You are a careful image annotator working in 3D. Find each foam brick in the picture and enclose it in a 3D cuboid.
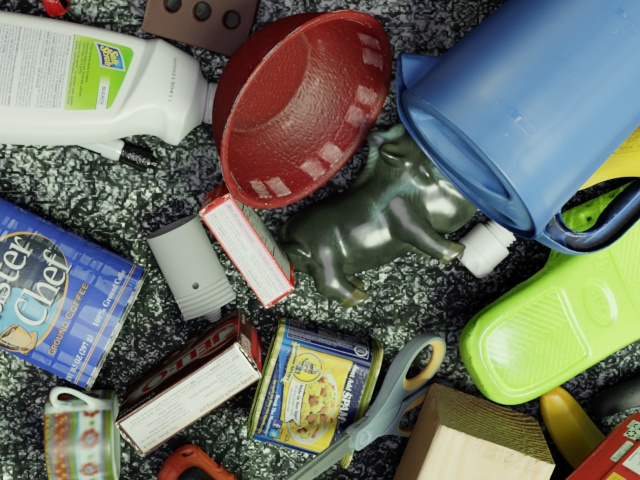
[{"bbox_3d":[-0.086,-0.168,0.783,0.078,0.051,0.053,15,100,-6],"label":"foam brick"}]

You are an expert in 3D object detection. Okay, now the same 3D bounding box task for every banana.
[{"bbox_3d":[0.245,0.183,0.866,0.197,0.037,0.070,35,135,-5],"label":"banana"}]

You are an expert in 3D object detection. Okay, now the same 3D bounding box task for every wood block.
[{"bbox_3d":[0.091,0.227,0.810,0.090,0.091,0.206,20,103,-2],"label":"wood block"}]

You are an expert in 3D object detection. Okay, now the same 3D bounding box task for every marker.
[{"bbox_3d":[-0.182,-0.079,0.812,0.121,0.020,0.020,21,99,-7],"label":"marker"}]

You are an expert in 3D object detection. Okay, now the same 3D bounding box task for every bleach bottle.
[{"bbox_3d":[-0.189,-0.108,0.773,0.250,0.068,0.102,8,81,-11],"label":"bleach bottle"}]

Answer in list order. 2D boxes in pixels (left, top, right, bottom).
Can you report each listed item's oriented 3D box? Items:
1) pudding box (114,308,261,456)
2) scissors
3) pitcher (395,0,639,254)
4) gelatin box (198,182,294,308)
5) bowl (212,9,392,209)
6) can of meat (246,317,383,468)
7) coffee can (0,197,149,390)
[{"bbox_3d":[-0.098,0.106,0.817,0.113,0.090,0.039,-36,101,5],"label":"pudding box"},{"bbox_3d":[0.035,0.127,0.800,0.201,0.016,0.096,-12,116,-42],"label":"scissors"},{"bbox_3d":[0.184,-0.118,0.711,0.243,0.145,0.149,-43,136,-4],"label":"pitcher"},{"bbox_3d":[-0.055,0.001,0.807,0.030,0.073,0.089,-34,101,4],"label":"gelatin box"},{"bbox_3d":[-0.024,-0.104,0.770,0.055,0.161,0.162,40,99,30],"label":"bowl"},{"bbox_3d":[-0.006,0.118,0.841,0.084,0.057,0.102,16,100,-4],"label":"can of meat"},{"bbox_3d":[-0.212,0.036,0.791,0.140,0.103,0.103,27,99,-8],"label":"coffee can"}]
